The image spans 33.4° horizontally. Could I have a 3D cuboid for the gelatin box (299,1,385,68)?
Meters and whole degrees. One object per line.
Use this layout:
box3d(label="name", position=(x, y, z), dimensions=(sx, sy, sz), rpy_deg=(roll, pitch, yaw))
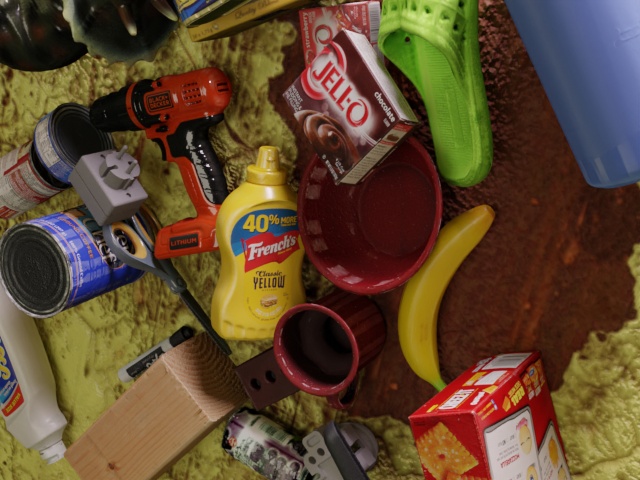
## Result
box3d(label="gelatin box", position=(0.021, -0.176, 1.003), dimensions=(0.073, 0.030, 0.089), rpy_deg=(1, 103, 30))

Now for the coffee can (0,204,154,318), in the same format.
box3d(label="coffee can", position=(-0.261, 0.015, 1.150), dimensions=(0.103, 0.140, 0.103), rpy_deg=(8, 107, 27))

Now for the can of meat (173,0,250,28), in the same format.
box3d(label="can of meat", position=(-0.096, -0.249, 0.955), dimensions=(0.102, 0.057, 0.084), rpy_deg=(-22, 93, 33))

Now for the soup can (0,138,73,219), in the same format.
box3d(label="soup can", position=(-0.333, -0.071, 1.210), dimensions=(0.102, 0.068, 0.068), rpy_deg=(-24, 91, 32))

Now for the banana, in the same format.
box3d(label="banana", position=(0.113, 0.052, 1.013), dimensions=(0.069, 0.037, 0.198), rpy_deg=(12, 111, 8))

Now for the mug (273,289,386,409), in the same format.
box3d(label="mug", position=(0.016, 0.108, 1.053), dimensions=(0.093, 0.081, 0.117), rpy_deg=(-9, 99, 31))

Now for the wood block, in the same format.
box3d(label="wood block", position=(-0.182, 0.203, 1.187), dimensions=(0.206, 0.090, 0.091), rpy_deg=(-43, 82, 31))

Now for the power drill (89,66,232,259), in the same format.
box3d(label="power drill", position=(-0.156, -0.078, 1.115), dimensions=(0.185, 0.057, 0.187), rpy_deg=(-7, 101, 37))

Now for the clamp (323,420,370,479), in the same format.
box3d(label="clamp", position=(0.083, 0.276, 1.049), dimensions=(0.164, 0.036, 0.210), rpy_deg=(1, 104, -1))

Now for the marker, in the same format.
box3d(label="marker", position=(-0.186, 0.129, 1.210), dimensions=(0.121, 0.020, 0.020), rpy_deg=(-34, 86, 32))

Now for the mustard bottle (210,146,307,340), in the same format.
box3d(label="mustard bottle", position=(-0.057, 0.001, 1.062), dimensions=(0.058, 0.096, 0.192), rpy_deg=(-141, 52, -63))

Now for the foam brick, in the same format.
box3d(label="foam brick", position=(-0.040, 0.134, 1.109), dimensions=(0.078, 0.051, 0.053), rpy_deg=(-31, 87, 32))

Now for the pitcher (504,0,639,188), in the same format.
box3d(label="pitcher", position=(0.230, -0.174, 0.839), dimensions=(0.149, 0.144, 0.243), rpy_deg=(-17, 98, 44))

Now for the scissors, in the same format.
box3d(label="scissors", position=(-0.168, 0.044, 1.138), dimensions=(0.016, 0.096, 0.202), rpy_deg=(-32, 83, 29))

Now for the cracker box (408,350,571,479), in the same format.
box3d(label="cracker box", position=(0.164, 0.225, 0.954), dimensions=(0.072, 0.163, 0.214), rpy_deg=(-10, 98, 33))

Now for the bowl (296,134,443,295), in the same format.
box3d(label="bowl", position=(0.057, -0.030, 0.996), dimensions=(0.162, 0.055, 0.162), rpy_deg=(0, 89, 38))

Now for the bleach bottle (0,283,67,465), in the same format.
box3d(label="bleach bottle", position=(-0.369, 0.152, 1.296), dimensions=(0.103, 0.068, 0.251), rpy_deg=(-23, 94, 32))

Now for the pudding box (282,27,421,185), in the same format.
box3d(label="pudding box", position=(0.027, -0.119, 0.958), dimensions=(0.090, 0.039, 0.113), rpy_deg=(-45, 64, 31))

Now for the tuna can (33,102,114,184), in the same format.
box3d(label="tuna can", position=(-0.267, -0.104, 1.154), dimensions=(0.034, 0.086, 0.086), rpy_deg=(-26, 90, 34))
